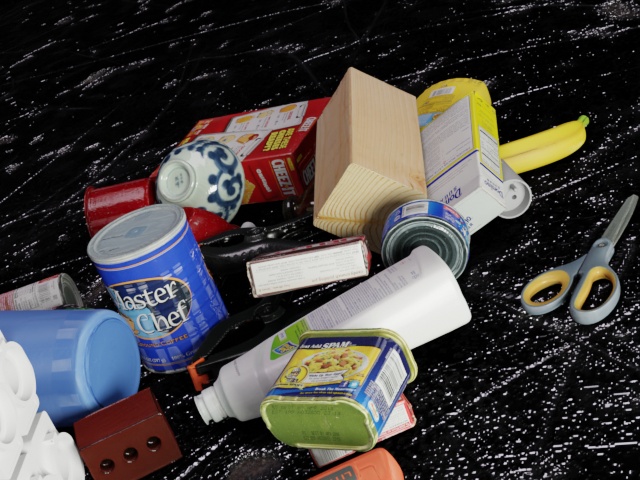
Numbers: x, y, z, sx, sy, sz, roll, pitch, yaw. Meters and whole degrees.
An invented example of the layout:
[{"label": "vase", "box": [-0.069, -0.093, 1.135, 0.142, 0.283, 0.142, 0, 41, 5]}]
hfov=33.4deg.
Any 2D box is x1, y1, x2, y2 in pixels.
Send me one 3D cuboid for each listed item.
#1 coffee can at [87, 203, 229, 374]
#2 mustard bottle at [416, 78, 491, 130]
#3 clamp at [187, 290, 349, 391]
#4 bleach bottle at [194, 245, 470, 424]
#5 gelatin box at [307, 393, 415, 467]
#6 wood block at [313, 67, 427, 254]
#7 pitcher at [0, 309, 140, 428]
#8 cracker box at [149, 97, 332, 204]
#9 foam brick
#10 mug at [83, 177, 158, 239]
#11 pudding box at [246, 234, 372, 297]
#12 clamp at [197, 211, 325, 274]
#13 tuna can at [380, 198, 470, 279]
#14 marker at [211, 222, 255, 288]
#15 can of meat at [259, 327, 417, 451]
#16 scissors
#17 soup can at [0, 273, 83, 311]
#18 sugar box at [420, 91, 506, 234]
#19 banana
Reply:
[{"label": "coffee can", "box": [-0.159, 0.048, 1.075, 0.103, 0.140, 0.103, -17, 26, 8]}, {"label": "mustard bottle", "box": [0.137, -0.131, 1.294, 0.096, 0.058, 0.191, -6, 29, 31]}, {"label": "clamp", "box": [-0.037, 0.081, 1.040, 0.165, 0.036, 0.209, 6, 33, 44]}, {"label": "bleach bottle", "box": [0.005, 0.093, 0.958, 0.251, 0.068, 0.102, -27, 14, -2]}, {"label": "gelatin box", "box": [0.026, 0.142, 0.885, 0.089, 0.030, 0.073, -23, 25, -5]}, {"label": "wood block", "box": [0.052, -0.091, 1.170, 0.090, 0.090, 0.206, -57, 18, 32]}, {"label": "pitcher", "box": [-0.309, 0.126, 1.043, 0.243, 0.145, 0.149, -6, 26, 22]}, {"label": "cracker box", "box": [-0.094, -0.109, 1.410, 0.214, 0.072, 0.164, -6, 30, 26]}, {"label": "foam brick", "box": [-0.171, 0.176, 0.939, 0.078, 0.053, 0.051, -26, 26, -8]}, {"label": "mug", "box": [-0.243, -0.031, 1.366, 0.081, 0.093, 0.117, -12, -10, 7]}, {"label": "pudding box", "box": [-0.008, 0.023, 1.026, 0.113, 0.039, 0.090, -13, 2, 5]}, {"label": "clamp", "box": [-0.058, 0.001, 1.150, 0.172, 0.039, 0.120, -4, 18, 19]}, {"label": "tuna can", "box": [0.101, 0.005, 1.029, 0.086, 0.086, 0.033, -13, 28, 16]}, {"label": "marker", "box": [-0.102, 0.017, 1.231, 0.020, 0.020, 0.121, -9, 28, 24]}, {"label": "can of meat", "box": [0.013, 0.117, 0.839, 0.102, 0.057, 0.083, -5, 32, 32]}, {"label": "scissors", "box": [0.240, 0.015, 0.986, 0.096, 0.016, 0.201, -9, 28, 24]}, {"label": "soup can", "box": [-0.328, 0.084, 1.215, 0.102, 0.068, 0.068, -19, 26, 2]}, {"label": "sugar box", "box": [0.144, -0.074, 1.126, 0.093, 0.048, 0.176, -38, 31, 32]}, {"label": "banana", "box": [0.215, -0.094, 1.196, 0.198, 0.037, 0.069, -18, 6, 4]}]
